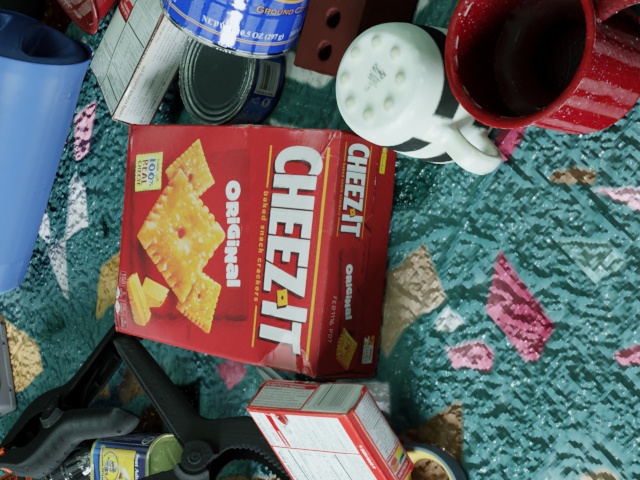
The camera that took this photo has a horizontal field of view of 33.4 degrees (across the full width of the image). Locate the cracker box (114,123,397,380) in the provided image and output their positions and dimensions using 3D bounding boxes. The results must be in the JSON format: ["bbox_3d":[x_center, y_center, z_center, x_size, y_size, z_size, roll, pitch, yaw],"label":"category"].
[{"bbox_3d":[-0.055,0.001,0.765,0.214,0.071,0.164,7,93,42],"label":"cracker box"}]

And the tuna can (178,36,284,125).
[{"bbox_3d":[-0.068,-0.128,0.810,0.086,0.033,0.086,-3,85,43],"label":"tuna can"}]

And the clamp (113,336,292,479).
[{"bbox_3d":[-0.094,0.167,0.750,0.210,0.036,0.164,19,59,17],"label":"clamp"}]

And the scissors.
[{"bbox_3d":[0.029,0.132,0.718,0.096,0.016,0.202,-50,57,26],"label":"scissors"}]

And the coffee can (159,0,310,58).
[{"bbox_3d":[-0.043,-0.211,0.728,0.103,0.102,0.140,49,131,33],"label":"coffee can"}]

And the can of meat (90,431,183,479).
[{"bbox_3d":[-0.137,0.201,0.839,0.084,0.057,0.102,-7,82,44],"label":"can of meat"}]

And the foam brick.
[{"bbox_3d":[0.024,-0.144,0.714,0.053,0.051,0.078,24,103,41],"label":"foam brick"}]

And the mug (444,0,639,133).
[{"bbox_3d":[0.138,-0.108,0.587,0.117,0.081,0.093,-30,68,38],"label":"mug"}]

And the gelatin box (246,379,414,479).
[{"bbox_3d":[0.005,0.125,0.683,0.089,0.030,0.073,-4,126,42],"label":"gelatin box"}]

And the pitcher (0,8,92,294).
[{"bbox_3d":[-0.299,-0.074,0.938,0.145,0.149,0.243,54,131,54],"label":"pitcher"}]

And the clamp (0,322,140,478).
[{"bbox_3d":[-0.203,0.147,0.866,0.172,0.039,0.120,-44,26,14],"label":"clamp"}]

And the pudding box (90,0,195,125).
[{"bbox_3d":[-0.142,-0.160,0.865,0.114,0.039,0.090,-59,39,25],"label":"pudding box"}]
